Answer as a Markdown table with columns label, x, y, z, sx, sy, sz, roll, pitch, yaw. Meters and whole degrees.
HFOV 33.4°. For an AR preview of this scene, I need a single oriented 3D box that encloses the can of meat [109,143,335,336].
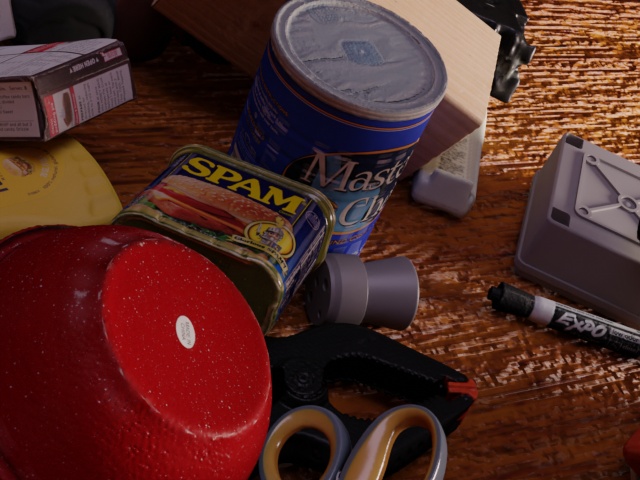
| label | x | y | z | sx | sy | sz | roll | pitch | yaw |
| --- | --- | --- | --- | --- | --- | --- | --- | --- | --- |
| can of meat | -0.054 | 0.001 | 0.570 | 0.102 | 0.057 | 0.083 | 22 | 32 | 8 |

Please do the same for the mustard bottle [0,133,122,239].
| label | x | y | z | sx | sy | sz | roll | pitch | yaw |
| --- | --- | --- | --- | --- | --- | --- | --- | --- | --- |
| mustard bottle | -0.205 | -0.006 | 0.544 | 0.191 | 0.058 | 0.096 | -18 | 48 | -36 |

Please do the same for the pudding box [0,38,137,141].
| label | x | y | z | sx | sy | sz | roll | pitch | yaw |
| --- | --- | --- | --- | --- | --- | --- | --- | --- | --- |
| pudding box | -0.176 | -0.084 | 0.603 | 0.114 | 0.039 | 0.089 | 1 | 23 | 25 |

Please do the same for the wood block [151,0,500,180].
| label | x | y | z | sx | sy | sz | roll | pitch | yaw |
| --- | --- | --- | --- | --- | --- | --- | --- | --- | --- |
| wood block | 0.008 | -0.142 | 0.695 | 0.206 | 0.090 | 0.090 | 33 | 51 | -21 |

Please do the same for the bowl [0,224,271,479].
| label | x | y | z | sx | sy | sz | roll | pitch | yaw |
| --- | --- | --- | --- | --- | --- | --- | --- | --- | --- |
| bowl | -0.072 | 0.052 | 0.455 | 0.162 | 0.055 | 0.162 | 34 | 38 | -31 |

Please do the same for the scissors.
| label | x | y | z | sx | sy | sz | roll | pitch | yaw |
| --- | --- | --- | --- | --- | --- | --- | --- | --- | --- |
| scissors | -0.017 | 0.145 | 0.461 | 0.096 | 0.016 | 0.201 | 18 | 54 | 34 |

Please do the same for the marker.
| label | x | y | z | sx | sy | sz | roll | pitch | yaw |
| --- | --- | --- | --- | --- | --- | --- | --- | --- | --- |
| marker | 0.164 | 0.053 | 0.687 | 0.121 | 0.020 | 0.020 | 20 | 43 | -6 |

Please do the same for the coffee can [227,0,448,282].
| label | x | y | z | sx | sy | sz | roll | pitch | yaw |
| --- | --- | --- | --- | --- | --- | --- | --- | --- | --- |
| coffee can | 0.001 | -0.058 | 0.631 | 0.102 | 0.140 | 0.103 | 13 | 44 | -13 |

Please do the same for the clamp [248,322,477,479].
| label | x | y | z | sx | sy | sz | roll | pitch | yaw |
| --- | --- | --- | --- | --- | --- | --- | --- | --- | --- |
| clamp | -0.017 | 0.090 | 0.554 | 0.209 | 0.036 | 0.164 | 9 | 46 | -12 |
